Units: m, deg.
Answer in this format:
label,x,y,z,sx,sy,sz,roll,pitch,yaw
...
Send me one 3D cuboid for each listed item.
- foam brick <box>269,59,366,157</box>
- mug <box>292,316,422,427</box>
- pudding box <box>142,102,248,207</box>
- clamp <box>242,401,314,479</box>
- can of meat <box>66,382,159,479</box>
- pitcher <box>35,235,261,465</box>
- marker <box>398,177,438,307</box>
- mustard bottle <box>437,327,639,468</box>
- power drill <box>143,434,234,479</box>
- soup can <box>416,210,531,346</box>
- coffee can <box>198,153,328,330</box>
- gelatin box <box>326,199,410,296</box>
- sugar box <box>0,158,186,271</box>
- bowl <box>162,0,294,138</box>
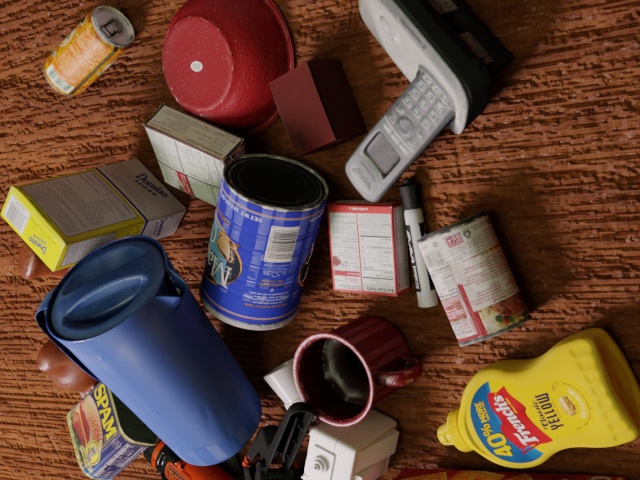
label,x,y,z,sx,sy,sz,roll,pitch,yaw
foam brick,-0.003,-0.125,1.002,0.053,0.051,0.078,-20,90,39
mug,0.043,0.121,1.018,0.117,0.081,0.093,-3,101,37
pudding box,-0.119,-0.081,1.084,0.114,0.039,0.090,24,148,27
clamp,-0.044,0.228,1.073,0.210,0.036,0.164,-165,82,-76
can of meat,-0.239,0.212,1.220,0.084,0.057,0.102,-43,50,23
pitcher,-0.167,0.121,1.085,0.149,0.145,0.242,41,166,51
marker,0.091,0.002,0.989,0.020,0.020,0.121,-4,100,37
mustard bottle,0.182,0.149,0.939,0.192,0.058,0.096,-27,92,39
power drill,-0.175,0.310,1.244,0.185,0.057,0.188,32,122,38
soup can,0.134,0.033,0.935,0.069,0.068,0.102,-24,88,38
coffee can,-0.057,0.001,1.037,0.103,0.102,0.140,31,125,26
gelatin box,0.046,0.007,1.016,0.073,0.030,0.089,3,104,35
sugar box,-0.234,-0.030,1.120,0.093,0.175,0.048,44,122,20
bowl,-0.105,-0.178,1.060,0.162,0.055,0.162,11,110,34
